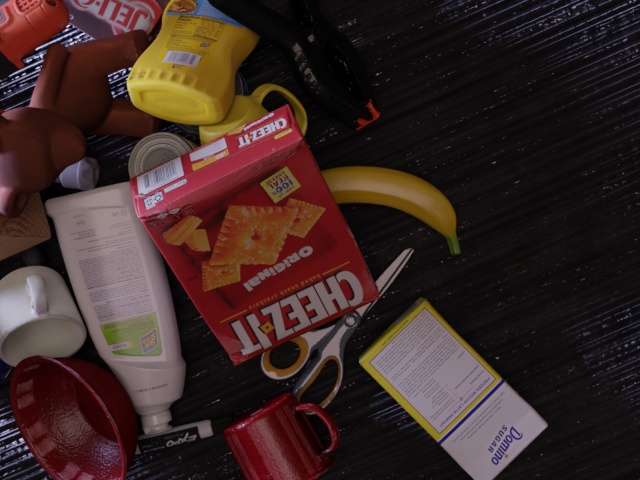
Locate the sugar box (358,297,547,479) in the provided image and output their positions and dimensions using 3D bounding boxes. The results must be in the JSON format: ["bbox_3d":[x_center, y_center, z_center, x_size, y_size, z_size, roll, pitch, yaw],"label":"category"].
[{"bbox_3d":[0.131,0.150,1.067,0.093,0.048,0.176,-44,92,2],"label":"sugar box"}]

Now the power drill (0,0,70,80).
[{"bbox_3d":[-0.346,-0.222,1.039,0.184,0.057,0.188,-32,57,2],"label":"power drill"}]

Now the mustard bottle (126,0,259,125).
[{"bbox_3d":[-0.110,-0.200,1.037,0.096,0.058,0.191,11,56,13],"label":"mustard bottle"}]

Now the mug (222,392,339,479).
[{"bbox_3d":[-0.035,0.198,1.045,0.117,0.093,0.081,-30,88,29],"label":"mug"}]

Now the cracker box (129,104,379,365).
[{"bbox_3d":[-0.057,0.001,1.005,0.164,0.072,0.213,-25,128,3],"label":"cracker box"}]

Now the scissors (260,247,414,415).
[{"bbox_3d":[0.010,0.079,1.086,0.096,0.016,0.202,25,91,2],"label":"scissors"}]

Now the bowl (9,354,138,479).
[{"bbox_3d":[-0.233,0.175,1.056,0.162,0.055,0.162,18,122,31],"label":"bowl"}]

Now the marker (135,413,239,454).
[{"bbox_3d":[-0.141,0.198,1.092,0.121,0.020,0.020,-14,90,3],"label":"marker"}]

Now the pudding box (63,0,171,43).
[{"bbox_3d":[-0.211,-0.245,1.083,0.113,0.039,0.090,32,92,2],"label":"pudding box"}]

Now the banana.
[{"bbox_3d":[0.054,-0.041,1.073,0.198,0.037,0.069,14,89,3],"label":"banana"}]

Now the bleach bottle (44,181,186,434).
[{"bbox_3d":[-0.199,0.072,1.074,0.102,0.068,0.251,-12,92,4],"label":"bleach bottle"}]

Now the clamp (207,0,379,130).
[{"bbox_3d":[-0.019,-0.194,1.036,0.036,0.164,0.210,-27,100,40],"label":"clamp"}]

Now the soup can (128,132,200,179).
[{"bbox_3d":[-0.146,-0.069,1.050,0.068,0.102,0.068,0,91,3],"label":"soup can"}]
